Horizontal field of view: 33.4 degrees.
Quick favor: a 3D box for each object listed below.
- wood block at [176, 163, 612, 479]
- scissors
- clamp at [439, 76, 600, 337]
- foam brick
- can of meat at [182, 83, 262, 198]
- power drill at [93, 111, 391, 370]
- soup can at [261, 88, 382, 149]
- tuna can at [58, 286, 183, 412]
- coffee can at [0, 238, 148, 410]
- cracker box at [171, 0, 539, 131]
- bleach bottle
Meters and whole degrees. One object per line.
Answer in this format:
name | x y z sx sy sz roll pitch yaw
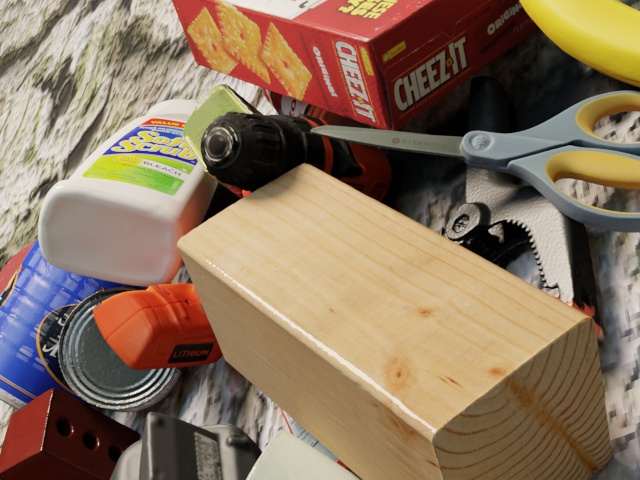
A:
wood block | 0.028 0.049 0.516 0.090 0.091 0.206 -33 37 -21
scissors | 0.102 -0.059 0.569 0.202 0.016 0.096 23 60 28
clamp | 0.091 -0.009 0.593 0.164 0.036 0.210 -53 33 0
foam brick | -0.173 0.147 0.735 0.051 0.078 0.053 -33 38 31
can of meat | -0.045 -0.059 0.763 0.057 0.083 0.102 -49 34 6
power drill | -0.054 0.001 0.657 0.188 0.184 0.057 -45 67 19
soup can | 0.004 -0.101 0.757 0.068 0.068 0.102 -47 34 9
tuna can | -0.138 0.078 0.752 0.086 0.086 0.034 -60 -9 -11
coffee can | -0.198 0.061 0.822 0.103 0.102 0.140 18 74 55
cracker box | 0.027 -0.159 0.701 0.164 0.072 0.214 -37 39 -23
bleach bottle | -0.129 -0.055 0.820 0.250 0.102 0.068 -81 4 -63
